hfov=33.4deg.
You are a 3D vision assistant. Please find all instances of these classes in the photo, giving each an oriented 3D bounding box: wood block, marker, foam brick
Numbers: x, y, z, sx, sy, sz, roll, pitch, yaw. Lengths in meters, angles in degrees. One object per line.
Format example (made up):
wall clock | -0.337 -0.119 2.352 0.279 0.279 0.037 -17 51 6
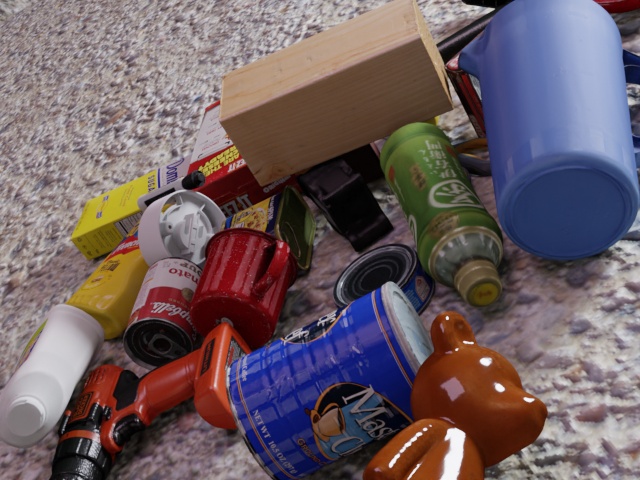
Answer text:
wood block | 0.014 -0.146 1.040 0.206 0.090 0.090 -21 38 15
marker | -0.165 -0.055 1.182 0.121 0.020 0.020 -18 30 48
foam brick | 0.028 -0.100 1.127 0.051 0.078 0.053 -29 27 10

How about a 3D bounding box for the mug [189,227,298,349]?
mug | -0.067 0.043 0.989 0.117 0.093 0.081 -37 26 40

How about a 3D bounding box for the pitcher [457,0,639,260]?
pitcher | 0.210 -0.097 0.901 0.149 0.145 0.242 -32 30 29

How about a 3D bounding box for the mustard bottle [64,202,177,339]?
mustard bottle | -0.202 0.024 1.195 0.096 0.058 0.191 -8 37 47

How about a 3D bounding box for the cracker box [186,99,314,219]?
cracker box | -0.067 -0.118 1.259 0.164 0.072 0.213 -25 31 19

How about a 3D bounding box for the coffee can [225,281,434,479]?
coffee can | 0.014 0.107 0.799 0.140 0.102 0.103 -28 29 11

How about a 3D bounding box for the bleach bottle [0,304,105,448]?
bleach bottle | -0.253 0.127 0.987 0.102 0.068 0.251 -58 10 0

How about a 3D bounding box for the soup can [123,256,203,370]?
soup can | -0.151 0.072 1.060 0.069 0.068 0.102 -22 30 20

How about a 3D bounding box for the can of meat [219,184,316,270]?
can of meat | -0.057 0.001 1.083 0.084 0.057 0.102 -24 29 22

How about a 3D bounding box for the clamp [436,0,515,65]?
clamp | 0.229 -0.276 1.229 0.210 0.036 0.164 -15 34 27

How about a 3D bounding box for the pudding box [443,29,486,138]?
pudding box | 0.185 -0.166 1.053 0.113 0.090 0.039 -41 32 -15

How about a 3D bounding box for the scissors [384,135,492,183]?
scissors | 0.105 -0.076 1.076 0.202 0.016 0.096 8 49 51

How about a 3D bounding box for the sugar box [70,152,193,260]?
sugar box | -0.220 -0.044 1.331 0.176 0.048 0.093 -25 30 19

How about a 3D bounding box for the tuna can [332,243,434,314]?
tuna can | 0.054 0.042 0.929 0.086 0.033 0.086 -25 30 15

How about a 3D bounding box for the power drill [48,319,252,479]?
power drill | -0.152 0.157 0.942 0.188 0.057 0.184 -23 30 19
